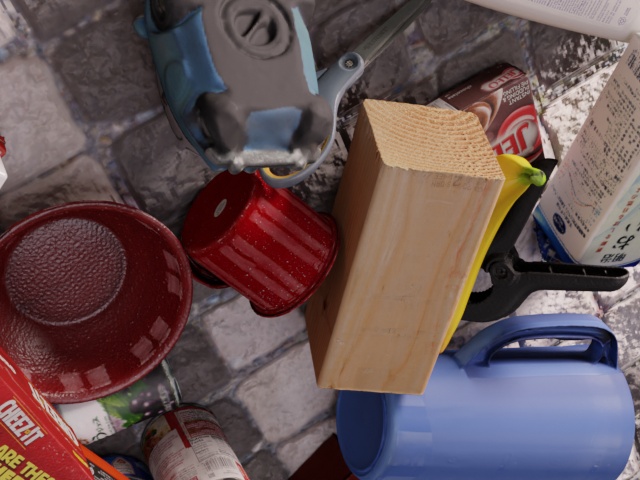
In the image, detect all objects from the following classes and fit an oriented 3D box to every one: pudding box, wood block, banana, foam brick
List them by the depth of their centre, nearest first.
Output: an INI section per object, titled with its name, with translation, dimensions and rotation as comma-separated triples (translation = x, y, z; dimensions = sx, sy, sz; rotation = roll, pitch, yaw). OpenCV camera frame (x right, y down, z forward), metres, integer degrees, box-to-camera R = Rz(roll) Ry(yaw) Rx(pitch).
[wood block]
translation = 0.055, 0.009, 0.800
dimensions = 0.090, 0.091, 0.206
rotation = 6, 127, -13
[banana]
translation = 0.118, 0.001, 0.829
dimensions = 0.037, 0.069, 0.198
rotation = 18, 129, -4
[pudding box]
translation = 0.119, -0.076, 0.846
dimensions = 0.113, 0.039, 0.090
rotation = -28, 127, -9
[foam brick]
translation = 0.011, 0.225, 0.955
dimensions = 0.078, 0.051, 0.053
rotation = -46, 127, 4

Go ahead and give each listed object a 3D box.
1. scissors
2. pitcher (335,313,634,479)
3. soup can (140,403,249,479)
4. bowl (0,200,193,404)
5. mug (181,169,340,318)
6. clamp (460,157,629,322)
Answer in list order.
[scissors]
translation = 0.000, -0.126, 0.765
dimensions = 0.201, 0.096, 0.016
rotation = -60, 164, -20
[pitcher]
translation = 0.144, 0.145, 0.932
dimensions = 0.242, 0.145, 0.149
rotation = 4, 74, -25
[soup can]
translation = -0.097, 0.186, 0.849
dimensions = 0.068, 0.102, 0.068
rotation = -12, 121, -20
[bowl]
translation = -0.174, 0.035, 0.755
dimensions = 0.162, 0.055, 0.162
rotation = -12, 121, -20
[mug]
translation = -0.055, 0.001, 0.784
dimensions = 0.117, 0.093, 0.081
rotation = -26, 130, 35
[clamp]
translation = 0.151, 0.009, 0.873
dimensions = 0.172, 0.039, 0.120
rotation = -21, 95, 25
